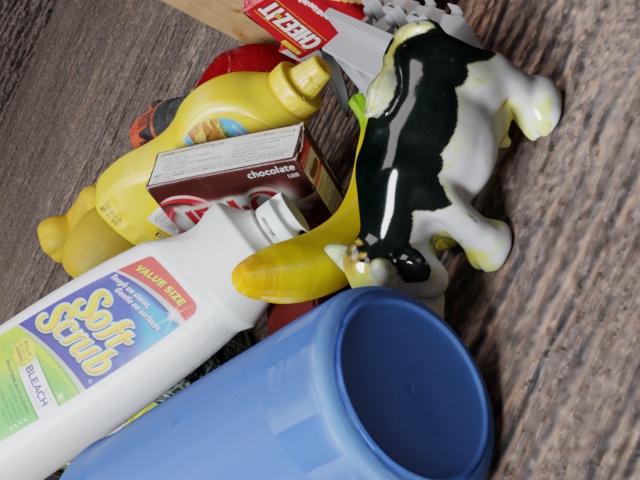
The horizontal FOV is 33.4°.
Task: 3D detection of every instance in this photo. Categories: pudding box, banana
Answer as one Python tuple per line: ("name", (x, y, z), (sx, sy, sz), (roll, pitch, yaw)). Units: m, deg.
("pudding box", (-0.044, -0.027, 0.705), (0.114, 0.090, 0.039), (-11, 48, 23))
("banana", (0.011, -0.013, 0.625), (0.037, 0.069, 0.197), (-52, 5, 41))

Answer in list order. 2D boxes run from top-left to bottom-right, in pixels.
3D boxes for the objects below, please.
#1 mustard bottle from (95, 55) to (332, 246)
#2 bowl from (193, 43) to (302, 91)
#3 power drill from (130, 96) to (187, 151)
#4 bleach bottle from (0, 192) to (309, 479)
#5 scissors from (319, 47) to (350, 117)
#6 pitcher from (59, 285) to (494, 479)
("mustard bottle", (-0.065, -0.064, 0.753), (0.192, 0.096, 0.058), (-38, 36, 26))
("bowl", (-0.081, -0.116, 0.957), (0.162, 0.055, 0.162), (-47, 30, 37))
("power drill", (-0.179, -0.058, 1.105), (0.185, 0.057, 0.187), (-7, 59, 67))
("bleach bottle", (-0.118, 0.049, 0.658), (0.251, 0.068, 0.103), (-36, 62, 10))
("scissors", (0.012, -0.171, 0.801), (0.096, 0.016, 0.202), (-55, 33, 15))
("pitcher", (-0.029, 0.130, 0.544), (0.243, 0.149, 0.144), (-38, -7, 41))
